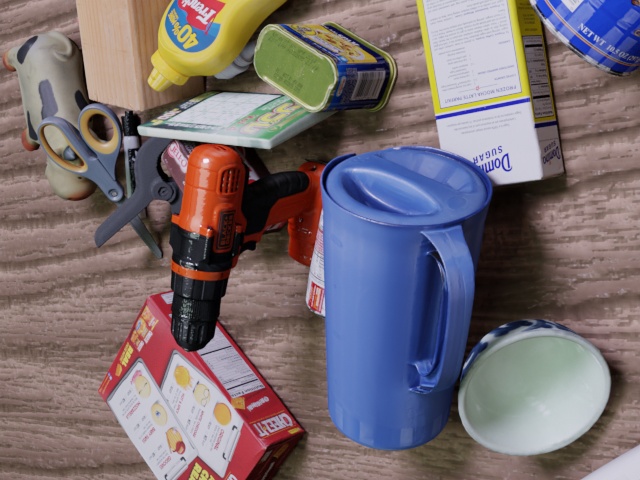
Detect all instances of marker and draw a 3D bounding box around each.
[{"bbox_3d":[-0.210,-0.085,1.197,0.020,0.020,0.121,4,100,41],"label":"marker"}]

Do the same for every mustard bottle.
[{"bbox_3d":[-0.101,-0.216,1.017,0.192,0.058,0.096,-46,57,21],"label":"mustard bottle"}]

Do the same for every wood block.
[{"bbox_3d":[-0.186,-0.245,1.074,0.091,0.090,0.206,18,121,39],"label":"wood block"}]

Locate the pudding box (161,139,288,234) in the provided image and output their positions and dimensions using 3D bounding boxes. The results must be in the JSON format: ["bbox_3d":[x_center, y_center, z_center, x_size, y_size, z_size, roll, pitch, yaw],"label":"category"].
[{"bbox_3d":[-0.091,-0.055,1.050,0.039,0.089,0.113,-45,69,39],"label":"pudding box"}]

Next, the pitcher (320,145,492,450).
[{"bbox_3d":[0.066,0.057,0.873,0.145,0.149,0.243,14,124,19],"label":"pitcher"}]

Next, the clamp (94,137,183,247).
[{"bbox_3d":[-0.155,-0.046,1.129,0.120,0.039,0.172,24,107,-12],"label":"clamp"}]

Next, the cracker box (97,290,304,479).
[{"bbox_3d":[-0.133,0.182,1.145,0.214,0.071,0.164,48,126,23],"label":"cracker box"}]

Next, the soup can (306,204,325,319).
[{"bbox_3d":[0.027,0.017,0.974,0.069,0.068,0.102,25,114,36],"label":"soup can"}]

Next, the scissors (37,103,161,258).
[{"bbox_3d":[-0.213,-0.069,1.145,0.096,0.016,0.201,-37,116,21],"label":"scissors"}]

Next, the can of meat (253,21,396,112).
[{"bbox_3d":[0.002,-0.155,0.953,0.102,0.083,0.057,37,120,30],"label":"can of meat"}]

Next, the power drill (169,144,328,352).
[{"bbox_3d":[-0.056,0.001,0.965,0.057,0.187,0.184,23,111,35],"label":"power drill"}]

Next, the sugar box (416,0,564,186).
[{"bbox_3d":[0.136,-0.132,0.866,0.094,0.048,0.176,-5,98,42],"label":"sugar box"}]
